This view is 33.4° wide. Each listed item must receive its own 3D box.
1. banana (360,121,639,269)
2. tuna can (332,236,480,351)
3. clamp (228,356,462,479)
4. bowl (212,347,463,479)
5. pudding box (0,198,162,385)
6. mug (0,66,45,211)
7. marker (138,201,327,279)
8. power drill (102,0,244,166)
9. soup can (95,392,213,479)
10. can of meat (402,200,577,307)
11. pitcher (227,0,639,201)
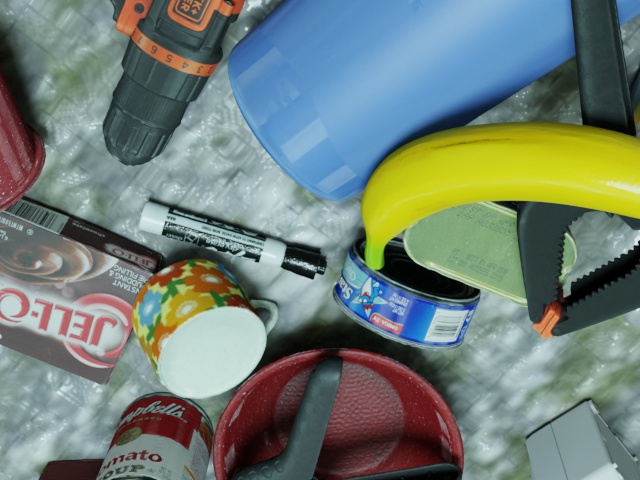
[{"bbox_3d":[0.091,-0.027,0.516,0.198,0.037,0.069,-7,135,38],"label":"banana"},{"bbox_3d":[0.053,0.030,0.647,0.086,0.086,0.034,18,109,-5],"label":"tuna can"},{"bbox_3d":[0.001,0.162,0.668,0.120,0.039,0.172,37,111,-7],"label":"clamp"},{"bbox_3d":[0.012,0.132,0.706,0.162,0.055,0.162,1,112,2],"label":"bowl"},{"bbox_3d":[-0.170,0.031,0.682,0.113,0.039,0.090,24,111,-7],"label":"pudding box"},{"bbox_3d":[-0.220,-0.061,0.597,0.093,0.117,0.081,28,148,29],"label":"mug"},{"bbox_3d":[-0.054,0.001,0.676,0.121,0.020,0.020,16,111,-4],"label":"marker"},{"bbox_3d":[-0.136,-0.153,0.601,0.187,0.057,0.185,26,110,-10],"label":"power drill"},{"bbox_3d":[-0.110,0.154,0.695,0.068,0.102,0.068,1,112,2],"label":"soup can"},{"bbox_3d":[0.096,-0.011,0.629,0.102,0.084,0.057,21,111,-6],"label":"can of meat"},{"bbox_3d":[0.066,-0.137,0.562,0.243,0.149,0.144,-35,127,20],"label":"pitcher"}]
